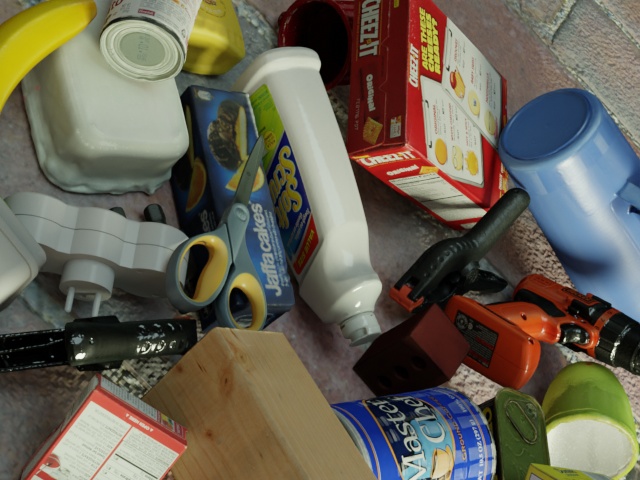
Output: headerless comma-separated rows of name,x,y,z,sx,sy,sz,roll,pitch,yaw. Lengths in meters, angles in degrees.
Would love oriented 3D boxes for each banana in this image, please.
banana,-0.223,-0.110,0.764,0.069,0.037,0.197,31,60,-27

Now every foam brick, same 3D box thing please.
foam brick,0.079,0.100,0.911,0.053,0.078,0.051,50,42,-4

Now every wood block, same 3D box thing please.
wood block,-0.025,0.168,0.719,0.206,0.090,0.090,55,21,25

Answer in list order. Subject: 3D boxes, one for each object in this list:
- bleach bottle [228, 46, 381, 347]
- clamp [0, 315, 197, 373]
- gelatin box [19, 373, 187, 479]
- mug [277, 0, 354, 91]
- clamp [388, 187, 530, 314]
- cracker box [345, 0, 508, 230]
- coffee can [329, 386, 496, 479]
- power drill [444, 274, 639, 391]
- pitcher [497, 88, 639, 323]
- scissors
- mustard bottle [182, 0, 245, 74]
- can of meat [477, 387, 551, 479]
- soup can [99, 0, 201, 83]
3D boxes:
bleach bottle,-0.004,-0.033,0.908,0.067,0.103,0.251,-8,68,-38
clamp,-0.161,0.070,0.716,0.209,0.165,0.036,4,80,-64
gelatin box,-0.141,0.142,0.694,0.073,0.089,0.030,36,9,-17
mug,0.010,-0.198,1.048,0.117,0.093,0.081,31,27,32
clamp,0.135,0.016,0.997,0.039,0.120,0.171,29,32,34
cracker box,0.107,-0.119,1.018,0.213,0.072,0.164,29,58,-51
coffee can,0.051,0.171,0.823,0.140,0.103,0.103,-1,65,-41
power drill,0.216,0.090,0.984,0.187,0.057,0.185,-3,23,-43
pitcher,0.284,-0.032,1.067,0.242,0.149,0.145,49,33,-34
scissors,-0.055,0.001,0.815,0.096,0.016,0.201,52,37,-14
mustard bottle,-0.125,-0.248,0.976,0.096,0.058,0.191,13,55,-42
can of meat,0.145,0.188,0.905,0.057,0.084,0.102,21,52,-29
soup can,-0.128,-0.181,0.833,0.068,0.069,0.102,28,49,-24
